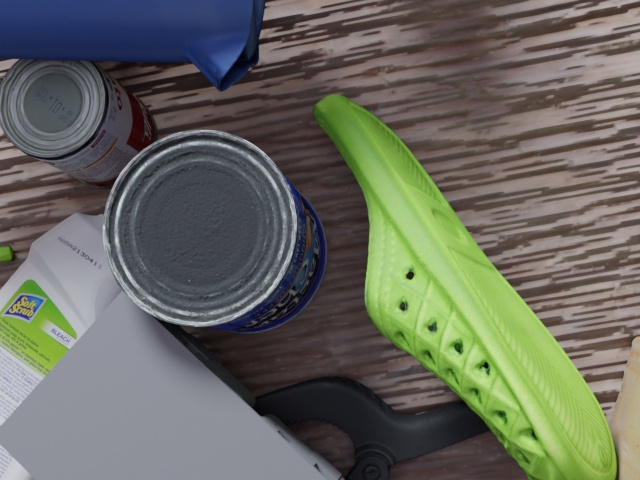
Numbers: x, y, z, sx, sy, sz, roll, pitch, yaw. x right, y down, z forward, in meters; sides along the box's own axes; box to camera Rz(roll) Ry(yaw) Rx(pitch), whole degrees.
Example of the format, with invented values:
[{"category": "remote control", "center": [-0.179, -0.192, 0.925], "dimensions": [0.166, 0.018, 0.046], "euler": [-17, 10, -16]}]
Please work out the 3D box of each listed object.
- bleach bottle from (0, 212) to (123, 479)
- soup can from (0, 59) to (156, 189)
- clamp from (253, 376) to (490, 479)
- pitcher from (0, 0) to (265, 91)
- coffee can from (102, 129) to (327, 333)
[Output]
[{"category": "bleach bottle", "center": [-0.174, 0.084, 0.660], "dimensions": [0.102, 0.068, 0.251], "euler": [33, 86, 9]}, {"category": "soup can", "center": [-0.147, -0.073, 0.652], "dimensions": [0.068, 0.102, 0.068], "euler": [-1, 83, 7]}, {"category": "clamp", "center": [0.034, 0.148, 0.638], "dimensions": [0.210, 0.036, 0.164], "euler": [10, 84, 4]}, {"category": "pitcher", "center": [-0.149, -0.166, 0.567], "dimensions": [0.243, 0.149, 0.145], "euler": [-2, 124, -2]}, {"category": "coffee can", "center": [-0.054, 0.001, 0.613], "dimensions": [0.103, 0.140, 0.103], "euler": [-1, 84, 7]}]
